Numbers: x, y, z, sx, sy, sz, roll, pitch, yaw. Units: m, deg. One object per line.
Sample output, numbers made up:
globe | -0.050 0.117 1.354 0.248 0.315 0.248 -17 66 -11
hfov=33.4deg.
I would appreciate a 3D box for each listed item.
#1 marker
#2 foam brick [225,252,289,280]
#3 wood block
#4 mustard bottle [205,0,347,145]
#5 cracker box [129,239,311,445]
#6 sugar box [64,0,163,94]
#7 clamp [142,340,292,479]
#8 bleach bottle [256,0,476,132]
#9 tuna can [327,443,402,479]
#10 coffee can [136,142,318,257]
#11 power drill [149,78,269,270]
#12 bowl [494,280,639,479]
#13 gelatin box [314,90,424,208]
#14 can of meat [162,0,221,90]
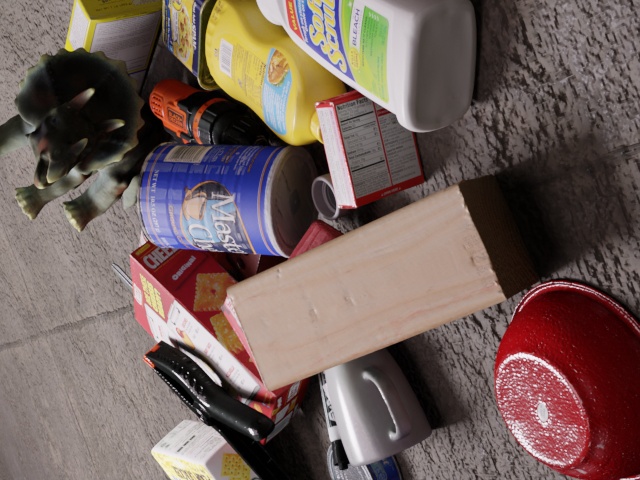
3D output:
marker | 0.013 0.169 1.066 0.020 0.020 0.121 129 136 -56
foam brick | -0.057 0.001 1.082 0.053 0.051 0.078 49 144 29
wood block | 0.046 0.033 0.810 0.206 0.090 0.090 -24 86 27
mustard bottle | -0.030 -0.140 0.947 0.192 0.058 0.096 44 140 36
cracker box | -0.106 0.101 1.138 0.214 0.072 0.164 43 155 15
sugar box | -0.237 -0.213 1.194 0.048 0.093 0.176 61 148 16
clamp | -0.107 0.181 1.118 0.210 0.036 0.164 33 154 34
bleach bottle | 0.017 -0.175 0.850 0.251 0.068 0.102 35 135 46
tuna can | 0.044 0.236 1.083 0.086 0.033 0.086 35 136 43
coffee can | -0.085 -0.039 0.997 0.140 0.102 0.103 4 115 24
power drill | -0.112 -0.065 1.127 0.185 0.057 0.188 33 132 45
bowl | 0.178 0.113 0.778 0.162 0.055 0.162 35 136 42
gelatin box | 0.040 -0.078 0.861 0.030 0.073 0.089 5 112 56
can of meat | -0.112 -0.211 1.035 0.084 0.057 0.102 45 141 38
